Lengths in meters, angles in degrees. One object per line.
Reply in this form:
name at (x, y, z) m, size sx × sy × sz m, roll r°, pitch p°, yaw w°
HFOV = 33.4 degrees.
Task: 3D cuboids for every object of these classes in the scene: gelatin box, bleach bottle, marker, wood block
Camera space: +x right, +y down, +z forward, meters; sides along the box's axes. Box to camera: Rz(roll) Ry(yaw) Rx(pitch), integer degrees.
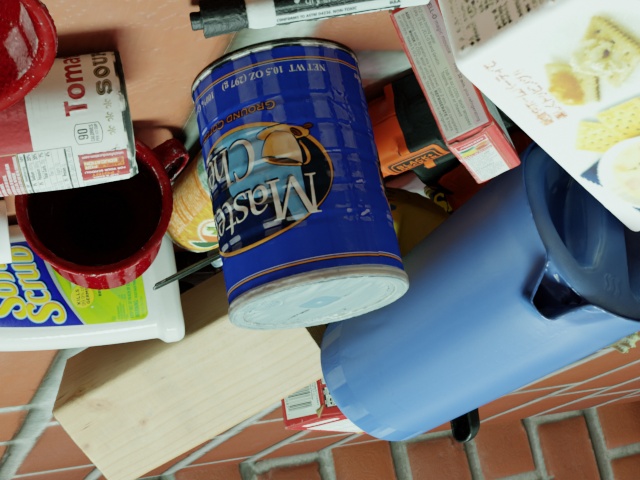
gelatin box at (0.073, -0.083, 0.584) m, size 0.030 × 0.089 × 0.073 m, roll -26°, pitch 160°, yaw 14°
bleach bottle at (-0.230, 0.042, 0.772) m, size 0.250 × 0.102 × 0.068 m, roll -9°, pitch 177°, yaw -10°
marker at (-0.006, -0.119, 0.536) m, size 0.121 × 0.020 × 0.020 m, roll -10°, pitch 163°, yaw -5°
wood block at (-0.101, 0.101, 0.866) m, size 0.206 × 0.090 × 0.091 m, roll -30°, pitch -157°, yaw 8°

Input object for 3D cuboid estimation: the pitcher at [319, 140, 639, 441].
pitcher at (0.113, 0.040, 0.728) m, size 0.149 × 0.145 × 0.243 m, roll 11°, pitch 145°, yaw -35°

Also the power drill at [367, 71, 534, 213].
power drill at (0.112, -0.071, 0.716) m, size 0.185 × 0.057 × 0.187 m, roll -20°, pitch 160°, yaw 29°

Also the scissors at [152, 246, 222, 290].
scissors at (-0.055, 0.001, 0.798) m, size 0.096 × 0.016 × 0.201 m, roll -26°, pitch -178°, yaw 10°

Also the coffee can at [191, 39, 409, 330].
coffee can at (-0.013, -0.029, 0.615) m, size 0.102 × 0.140 × 0.103 m, roll -10°, pitch 163°, yaw -3°

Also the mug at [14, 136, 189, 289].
mug at (-0.132, -0.023, 0.676) m, size 0.117 × 0.093 × 0.081 m, roll -43°, pitch 176°, yaw -15°

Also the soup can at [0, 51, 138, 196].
soup can at (-0.150, -0.059, 0.554) m, size 0.102 × 0.068 × 0.068 m, roll -9°, pitch 163°, yaw -10°
